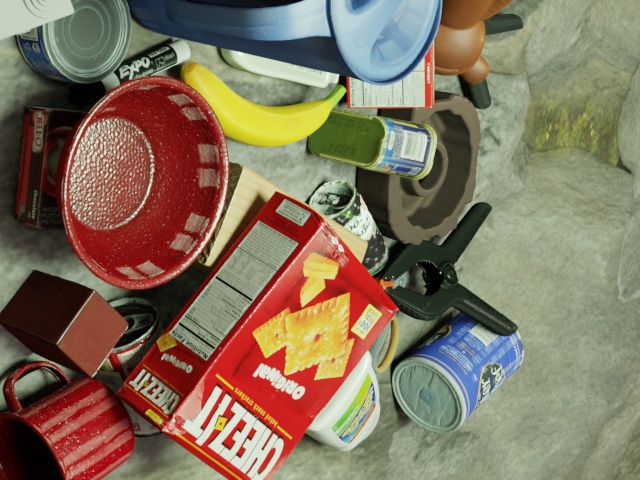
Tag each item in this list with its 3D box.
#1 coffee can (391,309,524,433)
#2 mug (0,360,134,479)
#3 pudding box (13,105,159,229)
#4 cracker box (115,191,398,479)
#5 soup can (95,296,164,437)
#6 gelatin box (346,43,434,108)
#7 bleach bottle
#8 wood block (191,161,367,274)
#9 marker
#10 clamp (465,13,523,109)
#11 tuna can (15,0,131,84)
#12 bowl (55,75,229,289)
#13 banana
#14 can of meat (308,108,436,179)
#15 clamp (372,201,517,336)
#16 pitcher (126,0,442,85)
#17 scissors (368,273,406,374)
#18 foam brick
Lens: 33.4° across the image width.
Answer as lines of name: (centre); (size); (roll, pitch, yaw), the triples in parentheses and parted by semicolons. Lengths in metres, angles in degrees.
coffee can: (0.169, 0.155, 1.302); (0.140, 0.103, 0.103); (-34, 127, -40)
mug: (-0.209, 0.150, 0.850); (0.081, 0.093, 0.117); (-31, 92, -48)
pudding box: (-0.181, -0.056, 0.839); (0.113, 0.039, 0.090); (-2, 104, -51)
cracker box: (-0.044, 0.092, 0.901); (0.213, 0.072, 0.164); (-52, 140, -11)
soup can: (-0.156, 0.108, 0.906); (0.068, 0.069, 0.102); (-42, 132, -35)
gelatin box: (0.070, -0.172, 1.076); (0.030, 0.089, 0.073); (-67, 156, -66)
bleach bottle: (0.025, 0.165, 1.113); (0.102, 0.068, 0.250); (-55, 160, -7)
wood block: (-0.056, 0.001, 0.975); (0.205, 0.091, 0.090); (29, 79, -51)
marker: (-0.154, -0.135, 0.863); (0.120, 0.020, 0.020); (-35, 128, -39)
clamp: (0.176, -0.240, 1.224); (0.171, 0.039, 0.120); (40, 69, -50)
tuna can: (-0.184, -0.161, 0.803); (0.085, 0.034, 0.086); (-21, 118, -46)
bowl: (-0.145, -0.047, 0.810); (0.161, 0.055, 0.162); (-18, 114, -46)
banana: (-0.058, -0.120, 0.971); (0.197, 0.037, 0.070); (-1, 110, -48)
can of meat: (0.050, -0.098, 1.066); (0.083, 0.102, 0.057); (5, 98, -50)
clamp: (0.141, 0.032, 1.239); (0.209, 0.036, 0.164); (2, 76, -36)
pitcher: (-0.044, -0.194, 0.796); (0.149, 0.243, 0.145); (31, 78, -51)
scissors: (0.075, 0.051, 1.220); (0.096, 0.016, 0.202); (17, 83, -47)
foam brick: (-0.199, 0.064, 0.828); (0.053, 0.078, 0.051); (-57, 138, -22)
